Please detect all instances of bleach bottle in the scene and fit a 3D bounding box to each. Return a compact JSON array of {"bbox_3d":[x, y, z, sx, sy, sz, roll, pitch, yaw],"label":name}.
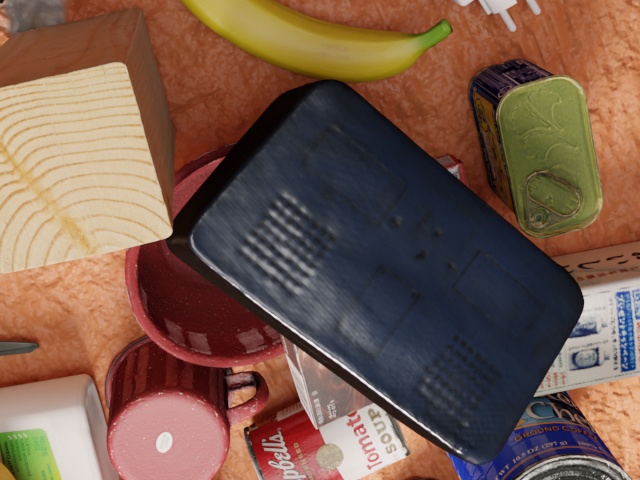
[{"bbox_3d":[-0.274,0.164,0.738,0.251,0.068,0.102,-11,107,-1],"label":"bleach bottle"}]

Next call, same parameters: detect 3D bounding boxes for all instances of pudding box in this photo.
[{"bbox_3d":[0.020,0.057,0.704,0.090,0.039,0.113,-21,122,-14],"label":"pudding box"}]

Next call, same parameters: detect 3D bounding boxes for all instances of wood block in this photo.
[{"bbox_3d":[-0.135,-0.066,0.598,0.090,0.206,0.091,-13,111,-2],"label":"wood block"}]

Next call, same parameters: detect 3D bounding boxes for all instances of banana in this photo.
[{"bbox_3d":[-0.021,-0.141,0.671,0.197,0.037,0.070,16,123,-8],"label":"banana"}]

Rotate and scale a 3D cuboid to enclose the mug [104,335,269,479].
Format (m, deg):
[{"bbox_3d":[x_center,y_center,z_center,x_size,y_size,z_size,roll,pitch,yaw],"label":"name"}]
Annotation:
[{"bbox_3d":[-0.092,0.118,0.733,0.117,0.081,0.093,-12,110,-3],"label":"mug"}]

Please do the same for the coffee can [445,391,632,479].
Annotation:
[{"bbox_3d":[0.148,0.159,0.745,0.102,0.140,0.103,-2,109,-6],"label":"coffee can"}]

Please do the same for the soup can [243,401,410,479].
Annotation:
[{"bbox_3d":[0.005,0.143,0.761,0.102,0.068,0.068,-25,110,1],"label":"soup can"}]

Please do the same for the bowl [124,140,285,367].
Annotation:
[{"bbox_3d":[-0.055,0.001,0.698,0.162,0.055,0.162,-11,119,-20],"label":"bowl"}]

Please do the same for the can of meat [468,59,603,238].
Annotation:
[{"bbox_3d":[0.138,-0.063,0.697,0.057,0.084,0.102,-16,110,-2],"label":"can of meat"}]
